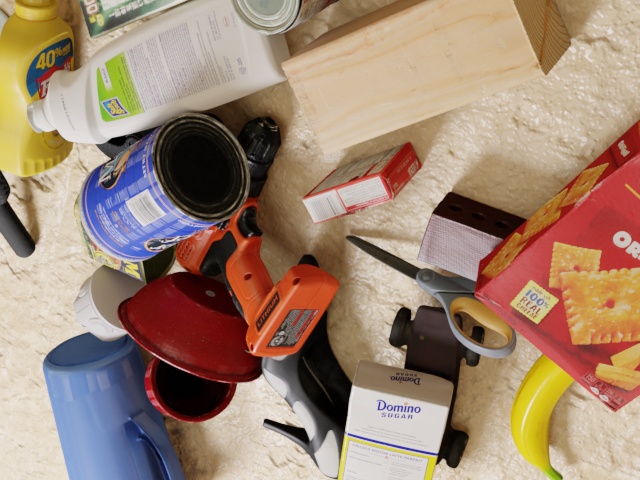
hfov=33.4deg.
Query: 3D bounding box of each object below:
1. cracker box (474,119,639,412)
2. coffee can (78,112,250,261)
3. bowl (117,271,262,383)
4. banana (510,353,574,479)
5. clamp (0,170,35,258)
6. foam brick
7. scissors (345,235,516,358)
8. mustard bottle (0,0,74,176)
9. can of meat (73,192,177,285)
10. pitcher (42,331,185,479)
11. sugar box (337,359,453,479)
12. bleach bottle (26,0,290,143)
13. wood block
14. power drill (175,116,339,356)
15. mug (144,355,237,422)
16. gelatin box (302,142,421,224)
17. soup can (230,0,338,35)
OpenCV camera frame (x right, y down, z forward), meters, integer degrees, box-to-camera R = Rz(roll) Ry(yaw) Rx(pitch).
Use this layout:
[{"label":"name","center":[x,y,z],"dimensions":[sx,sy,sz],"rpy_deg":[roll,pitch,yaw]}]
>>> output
[{"label":"cracker box","center":[0.256,0.018,0.852],"dimensions":[0.164,0.072,0.214],"rpy_deg":[40,119,-9]},{"label":"coffee can","center":[-0.147,-0.047,0.990],"dimensions":[0.141,0.102,0.103],"rpy_deg":[-23,103,48]},{"label":"bowl","center":[-0.120,0.077,1.077],"dimensions":[0.162,0.162,0.055],"rpy_deg":[29,105,12]},{"label":"banana","center":[0.220,0.142,0.993],"dimensions":[0.069,0.037,0.198],"rpy_deg":[13,124,0]},{"label":"clamp","center":[-0.365,-0.058,1.152],"dimensions":[0.164,0.036,0.210],"rpy_deg":[45,158,-5]},{"label":"foam brick","center":[0.135,-0.001,0.951],"dimensions":[0.078,0.052,0.051],"rpy_deg":[21,123,16]},{"label":"scissors","center":[0.119,0.030,0.988],"dimensions":[0.202,0.096,0.016],"rpy_deg":[46,162,36]},{"label":"mustard bottle","center":[-0.283,-0.166,1.062],"dimensions":[0.058,0.096,0.192],"rpy_deg":[19,122,17]},{"label":"can of meat","center":[-0.204,-0.010,1.115],"dimensions":[0.084,0.057,0.102],"rpy_deg":[22,142,20]},{"label":"pitcher","center":[-0.229,0.231,1.223],"dimensions":[0.149,0.145,0.243],"rpy_deg":[-11,109,1]},{"label":"sugar box","center":[0.068,0.201,1.034],"dimensions":[0.093,0.048,0.176],"rpy_deg":[13,123,6]},{"label":"bleach bottle","center":[-0.157,-0.155,0.972],"dimensions":[0.251,0.068,0.102],"rpy_deg":[-15,94,17]},{"label":"wood block","center":[0.085,-0.153,0.874],"dimensions":[0.206,0.090,0.090],"rpy_deg":[-17,107,33]},{"label":"power drill","center":[-0.057,0.001,1.006],"dimensions":[0.188,0.057,0.185],"rpy_deg":[55,128,37]},{"label":"mug","center":[-0.132,0.148,1.148],"dimensions":[0.082,0.117,0.093],"rpy_deg":[151,114,-70]},{"label":"gelatin box","center":[0.038,-0.051,0.964],"dimensions":[0.089,0.073,0.030],"rpy_deg":[-17,107,33]},{"label":"soup can","center":[-0.024,-0.217,0.892],"dimensions":[0.069,0.102,0.068],"rpy_deg":[13,121,22]}]
